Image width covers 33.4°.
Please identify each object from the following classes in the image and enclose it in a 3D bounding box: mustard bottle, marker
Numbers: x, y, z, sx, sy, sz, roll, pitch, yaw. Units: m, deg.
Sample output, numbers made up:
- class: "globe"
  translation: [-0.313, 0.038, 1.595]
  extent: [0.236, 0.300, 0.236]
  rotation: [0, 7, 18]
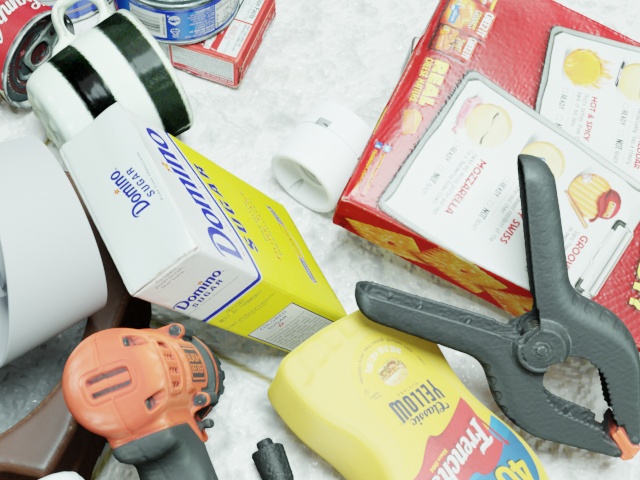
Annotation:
- class: "mustard bottle"
  translation: [0.064, 0.123, 0.560]
  extent: [0.096, 0.058, 0.192]
  rotation: [-24, 63, -37]
- class: "marker"
  translation: [-0.009, 0.159, 0.557]
  extent: [0.020, 0.020, 0.121]
  rotation: [-17, 62, -14]

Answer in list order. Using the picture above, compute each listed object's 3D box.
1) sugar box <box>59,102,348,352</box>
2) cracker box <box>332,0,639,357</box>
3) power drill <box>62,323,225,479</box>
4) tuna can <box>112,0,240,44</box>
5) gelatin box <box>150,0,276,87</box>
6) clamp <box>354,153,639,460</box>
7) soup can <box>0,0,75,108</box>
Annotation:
- class: "sugar box"
  translation: [-0.053, 0.001, 0.562]
  extent: [0.048, 0.176, 0.093]
  rotation: [-36, 64, 9]
- class: "cracker box"
  translation: [0.137, -0.039, 0.620]
  extent: [0.213, 0.072, 0.164]
  rotation: [26, 78, 1]
- class: "power drill"
  translation: [-0.054, 0.130, 0.507]
  extent: [0.057, 0.184, 0.188]
  rotation: [-24, 81, 3]
- class: "tuna can"
  translation: [-0.096, -0.172, 0.705]
  extent: [0.086, 0.034, 0.086]
  rotation: [2, 57, -3]
- class: "gelatin box"
  translation: [-0.083, -0.150, 0.732]
  extent: [0.089, 0.030, 0.073]
  rotation: [18, 58, 7]
- class: "clamp"
  translation: [0.116, 0.041, 0.555]
  extent: [0.171, 0.120, 0.039]
  rotation: [39, 22, -11]
- class: "soup can"
  translation: [-0.221, -0.138, 0.693]
  extent: [0.102, 0.068, 0.068]
  rotation: [29, 61, 13]
